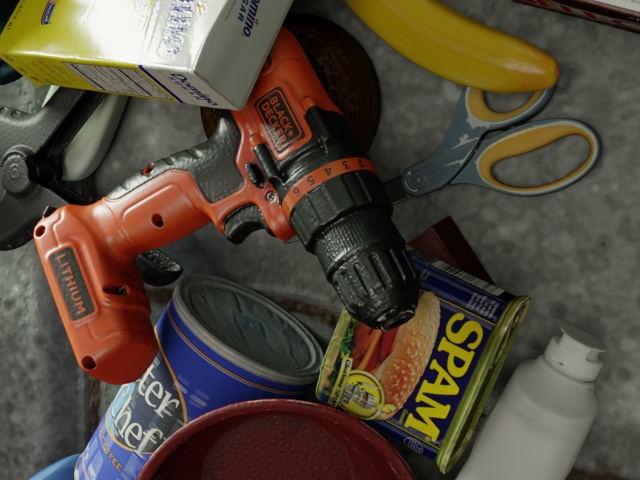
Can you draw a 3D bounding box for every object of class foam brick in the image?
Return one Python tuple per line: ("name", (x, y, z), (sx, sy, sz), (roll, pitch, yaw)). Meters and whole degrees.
("foam brick", (0.071, 0.033, 0.626), (0.051, 0.053, 0.078), (-35, 84, 20))

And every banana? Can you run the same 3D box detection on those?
("banana", (0.051, -0.143, 0.611), (0.198, 0.037, 0.070), (51, 135, 13))

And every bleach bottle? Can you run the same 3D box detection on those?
("bleach bottle", (0.092, 0.164, 0.607), (0.068, 0.102, 0.251), (28, 106, 15))

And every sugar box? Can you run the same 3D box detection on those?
("sugar box", (-0.098, -0.127, 0.586), (0.177, 0.048, 0.093), (11, 72, 42))

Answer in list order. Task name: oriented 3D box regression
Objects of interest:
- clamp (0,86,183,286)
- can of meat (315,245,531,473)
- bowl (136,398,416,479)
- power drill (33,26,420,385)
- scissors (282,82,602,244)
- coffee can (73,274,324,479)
("clamp", (-0.181, -0.054, 0.684), (0.210, 0.036, 0.164), (0, 92, 26))
("can of meat", (0.054, 0.060, 0.578), (0.084, 0.057, 0.102), (26, 104, 17))
("bowl", (-0.024, 0.148, 0.591), (0.162, 0.055, 0.162), (0, 109, -1))
("power drill", (-0.054, 0.001, 0.572), (0.188, 0.057, 0.184), (-33, 64, 14))
("scissors", (0.063, -0.057, 0.638), (0.202, 0.016, 0.096), (-7, 92, 20))
("coffee can", (-0.075, 0.107, 0.660), (0.103, 0.102, 0.140), (35, 106, 12))
